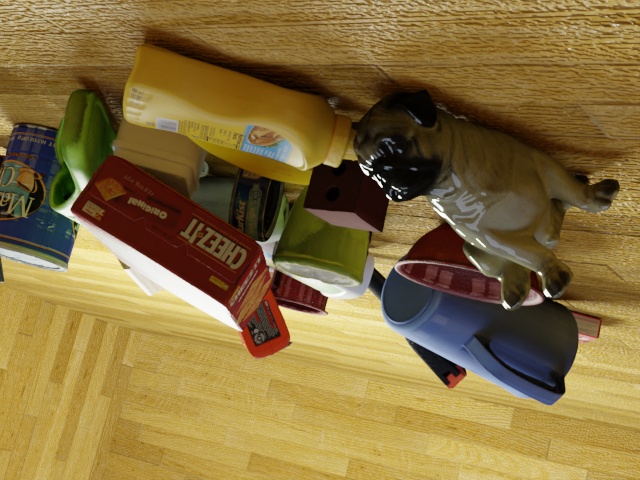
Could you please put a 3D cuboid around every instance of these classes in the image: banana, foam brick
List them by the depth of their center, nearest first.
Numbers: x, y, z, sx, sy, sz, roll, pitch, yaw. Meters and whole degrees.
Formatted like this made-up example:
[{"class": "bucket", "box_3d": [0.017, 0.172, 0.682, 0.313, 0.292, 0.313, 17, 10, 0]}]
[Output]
[{"class": "foam brick", "box_3d": [0.027, -0.053, 0.888, 0.053, 0.078, 0.051, 7, 168, 34]}, {"class": "banana", "box_3d": [-0.059, -0.088, 0.943, 0.197, 0.037, 0.070, 18, 151, -26]}]

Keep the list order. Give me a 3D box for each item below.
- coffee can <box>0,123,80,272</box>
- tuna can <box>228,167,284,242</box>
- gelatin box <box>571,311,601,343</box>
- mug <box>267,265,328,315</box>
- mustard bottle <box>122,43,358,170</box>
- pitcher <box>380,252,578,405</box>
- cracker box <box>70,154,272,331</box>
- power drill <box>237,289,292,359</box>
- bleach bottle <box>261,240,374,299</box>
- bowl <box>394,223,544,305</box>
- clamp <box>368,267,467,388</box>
[{"class": "coffee can", "box_3d": [-0.312, -0.046, 1.187, 0.103, 0.140, 0.103, 14, 169, 3]}, {"class": "tuna can", "box_3d": [-0.060, -0.042, 1.032, 0.034, 0.086, 0.086, 12, 169, 8]}, {"class": "gelatin box", "box_3d": [0.329, 0.115, 1.455, 0.089, 0.030, 0.073, 14, 169, 1]}, {"class": "mug", "box_3d": [-0.034, 0.048, 1.456, 0.117, 0.081, 0.093, 22, 167, -36]}, {"class": "mustard bottle", "box_3d": [-0.053, -0.096, 0.825, 0.191, 0.058, 0.096, 16, 168, -6]}, {"class": "pitcher", "box_3d": [0.197, 0.105, 1.308, 0.242, 0.145, 0.149, 25, 163, -33]}, {"class": "cracker box", "box_3d": [-0.133, 0.009, 1.023, 0.164, 0.072, 0.214, 31, 170, 6]}, {"class": "power drill", "box_3d": [-0.099, 0.067, 1.377, 0.057, 0.184, 0.188, -25, -168, -7]}, {"class": "bleach bottle", "box_3d": [-0.059, 0.002, 1.314, 0.250, 0.068, 0.103, 24, 168, -29]}, {"class": "bowl", "box_3d": [0.163, 0.022, 1.137, 0.162, 0.055, 0.162, 14, 168, 3]}, {"class": "clamp", "box_3d": [0.137, 0.112, 1.417, 0.164, 0.036, 0.210, 19, -151, -50]}]
